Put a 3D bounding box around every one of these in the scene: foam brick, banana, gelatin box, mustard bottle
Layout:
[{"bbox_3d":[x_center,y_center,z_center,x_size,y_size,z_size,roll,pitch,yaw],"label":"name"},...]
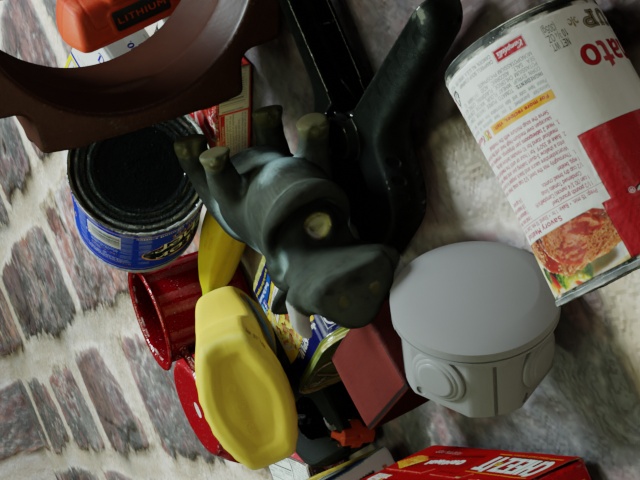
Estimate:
[{"bbox_3d":[0.048,0.068,0.629,0.051,0.052,0.078,60,154,18],"label":"foam brick"},{"bbox_3d":[-0.061,-0.013,0.801,0.198,0.037,0.069,118,140,-55],"label":"banana"},{"bbox_3d":[-0.080,-0.108,0.777,0.073,0.030,0.089,50,150,35],"label":"gelatin box"},{"bbox_3d":[-0.058,0.084,0.764,0.192,0.058,0.096,-121,8,-76],"label":"mustard bottle"}]

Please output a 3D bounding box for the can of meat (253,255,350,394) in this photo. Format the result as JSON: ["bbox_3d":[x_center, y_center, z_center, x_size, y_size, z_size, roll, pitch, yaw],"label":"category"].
[{"bbox_3d":[0.000,0.042,0.704,0.084,0.057,0.102,61,156,20],"label":"can of meat"}]

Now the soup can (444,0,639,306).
[{"bbox_3d":[0.099,-0.034,0.414,0.102,0.068,0.069,64,156,10],"label":"soup can"}]

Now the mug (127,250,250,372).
[{"bbox_3d":[-0.103,0.062,0.901,0.117,0.081,0.093,57,155,31],"label":"mug"}]

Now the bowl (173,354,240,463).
[{"bbox_3d":[-0.091,0.145,0.986,0.162,0.055,0.162,46,148,40],"label":"bowl"}]

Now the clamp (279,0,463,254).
[{"bbox_3d":[0.027,-0.064,0.578,0.165,0.036,0.210,36,143,52],"label":"clamp"}]

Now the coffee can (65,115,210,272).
[{"bbox_3d":[-0.138,-0.038,0.809,0.103,0.102,0.140,65,166,7],"label":"coffee can"}]

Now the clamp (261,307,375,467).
[{"bbox_3d":[-0.019,0.134,0.824,0.172,0.039,0.120,33,127,55],"label":"clamp"}]
